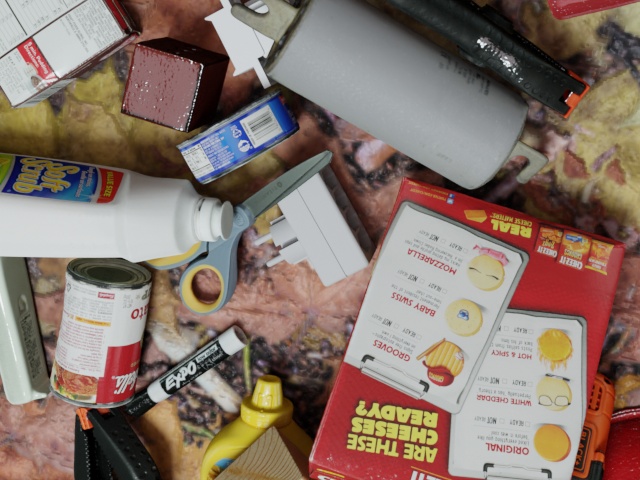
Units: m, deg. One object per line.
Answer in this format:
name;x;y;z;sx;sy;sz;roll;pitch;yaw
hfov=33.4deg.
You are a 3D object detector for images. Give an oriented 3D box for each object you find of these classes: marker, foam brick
marker;-0.110;0.108;0.858;0.121;0.020;0.020;-35;95;17
foam brick;-0.104;-0.114;0.772;0.053;0.078;0.051;17;106;4

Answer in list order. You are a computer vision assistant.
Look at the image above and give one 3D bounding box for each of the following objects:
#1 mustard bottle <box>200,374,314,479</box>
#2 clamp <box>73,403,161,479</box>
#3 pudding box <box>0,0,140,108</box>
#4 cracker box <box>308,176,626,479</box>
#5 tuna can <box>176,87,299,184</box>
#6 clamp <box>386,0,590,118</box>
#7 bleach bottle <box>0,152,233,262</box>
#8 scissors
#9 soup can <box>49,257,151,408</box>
mustard bottle;-0.048;0.199;0.849;0.096;0.058;0.192;7;105;7
clamp;-0.162;0.235;0.877;0.165;0.036;0.210;-24;87;42
pudding box;-0.205;-0.164;0.799;0.114;0.039;0.090;-29;96;14
cracker box;0.100;0.082;0.731;0.164;0.072;0.213;17;69;6
tuna can;-0.058;-0.075;0.768;0.086;0.086;0.034;-27;99;16
clamp;0.105;-0.145;0.726;0.171;0.120;0.039;32;116;-21
bleach bottle;-0.185;-0.025;0.786;0.251;0.102;0.068;3;116;14
scissors;-0.055;0.001;0.788;0.202;0.016;0.096;-14;105;35
soup can;-0.172;0.070;0.836;0.068;0.068;0.102;13;105;7
